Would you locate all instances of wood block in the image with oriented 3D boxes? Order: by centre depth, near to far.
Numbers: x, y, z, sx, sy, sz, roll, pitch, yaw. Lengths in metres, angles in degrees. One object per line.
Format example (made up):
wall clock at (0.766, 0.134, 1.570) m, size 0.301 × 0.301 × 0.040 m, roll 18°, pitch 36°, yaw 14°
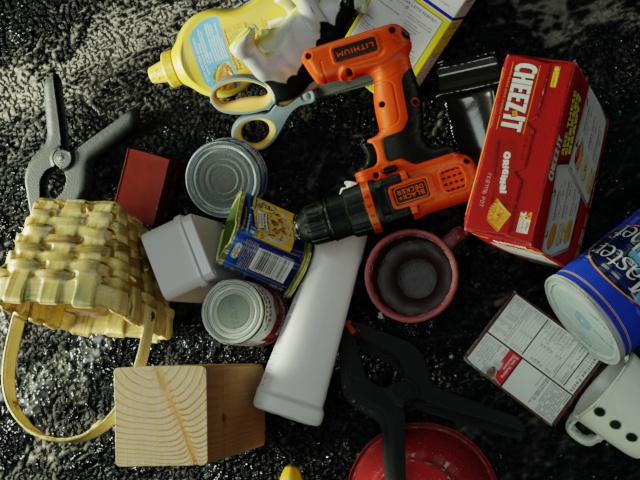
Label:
wood block at (-0.123, 0.168, 1.057) m, size 0.090 × 0.206 × 0.091 m, roll -3°, pitch 83°, yaw 11°

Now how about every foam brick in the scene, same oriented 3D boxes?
foam brick at (-0.189, -0.056, 1.173) m, size 0.051 × 0.053 × 0.078 m, roll 13°, pitch 88°, yaw 13°

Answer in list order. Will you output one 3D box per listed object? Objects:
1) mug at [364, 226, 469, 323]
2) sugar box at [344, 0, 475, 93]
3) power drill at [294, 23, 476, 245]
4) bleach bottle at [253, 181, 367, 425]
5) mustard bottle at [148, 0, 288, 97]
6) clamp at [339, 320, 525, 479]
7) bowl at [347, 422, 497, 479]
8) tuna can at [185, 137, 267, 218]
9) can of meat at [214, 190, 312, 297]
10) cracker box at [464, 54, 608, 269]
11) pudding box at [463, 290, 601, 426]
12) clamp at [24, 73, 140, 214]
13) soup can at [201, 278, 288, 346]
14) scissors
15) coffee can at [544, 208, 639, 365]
mug at (0.105, 0.030, 1.087) m, size 0.093 × 0.081 × 0.117 m, roll 44°, pitch 94°, yaw 13°
sugar box at (0.095, -0.234, 1.103) m, size 0.093 × 0.048 × 0.176 m, roll 40°, pitch 115°, yaw 12°
power drill at (0.043, -0.101, 1.031) m, size 0.184 × 0.057 × 0.187 m, roll -17°, pitch 88°, yaw 5°
bleach bottle at (0.002, 0.059, 1.088) m, size 0.068 × 0.103 × 0.251 m, roll 19°, pitch 80°, yaw -7°
mustard bottle at (-0.098, -0.208, 1.164) m, size 0.192 × 0.058 × 0.096 m, roll -16°, pitch 104°, yaw 10°
clamp at (0.094, 0.159, 1.078) m, size 0.164 × 0.036 × 0.210 m, roll -21°, pitch 57°, yaw -19°
bowl at (0.100, 0.266, 1.078) m, size 0.162 × 0.055 × 0.162 m, roll -1°, pitch 84°, yaw 11°
tuna can at (-0.102, -0.067, 1.155) m, size 0.086 × 0.033 × 0.086 m, roll 1°, pitch 99°, yaw 9°
can of meat at (-0.057, 0.001, 1.100) m, size 0.084 × 0.102 × 0.057 m, roll 24°, pitch 118°, yaw -12°
cracker box at (0.208, -0.066, 1.007) m, size 0.072 × 0.213 × 0.164 m, roll 13°, pitch 88°, yaw 24°
pudding box at (0.214, 0.118, 1.077) m, size 0.113 × 0.039 × 0.090 m, roll 37°, pitch 90°, yaw 11°
clamp at (-0.274, -0.094, 1.202) m, size 0.120 × 0.039 × 0.171 m, roll 16°, pitch 94°, yaw 17°
soup can at (-0.078, 0.076, 1.110) m, size 0.068 × 0.102 × 0.068 m, roll -1°, pitch 84°, yaw 12°
scissors at (-0.019, -0.138, 1.141) m, size 0.202 × 0.016 × 0.096 m, roll 4°, pitch 121°, yaw 11°
coffee can at (0.301, 0.036, 1.017) m, size 0.140 × 0.103 × 0.103 m, roll -36°, pitch 78°, yaw -10°
